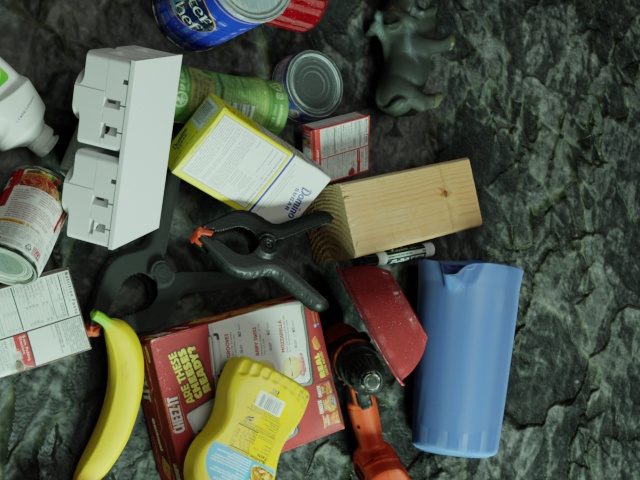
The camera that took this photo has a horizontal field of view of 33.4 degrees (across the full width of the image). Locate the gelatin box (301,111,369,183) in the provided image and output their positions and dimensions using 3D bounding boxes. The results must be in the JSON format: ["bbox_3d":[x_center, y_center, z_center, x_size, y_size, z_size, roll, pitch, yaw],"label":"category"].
[{"bbox_3d":[0.019,-0.113,1.301,0.089,0.030,0.073,-19,120,-35],"label":"gelatin box"}]

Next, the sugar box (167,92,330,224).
[{"bbox_3d":[-0.081,-0.082,1.196,0.093,0.048,0.176,-49,133,10],"label":"sugar box"}]

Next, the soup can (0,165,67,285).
[{"bbox_3d":[-0.293,-0.014,1.054,0.068,0.069,0.102,36,49,-26],"label":"soup can"}]

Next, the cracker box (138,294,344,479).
[{"bbox_3d":[-0.091,0.161,1.188,0.213,0.072,0.164,-15,93,-34],"label":"cracker box"}]

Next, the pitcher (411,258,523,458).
[{"bbox_3d":[0.184,0.146,1.352,0.149,0.145,0.243,8,84,-21],"label":"pitcher"}]

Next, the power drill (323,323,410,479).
[{"bbox_3d":[0.056,0.198,1.231,0.057,0.184,0.187,-14,102,-6],"label":"power drill"}]

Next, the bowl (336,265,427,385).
[{"bbox_3d":[0.080,0.088,1.257,0.055,0.162,0.162,-30,105,3],"label":"bowl"}]

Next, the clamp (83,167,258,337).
[{"bbox_3d":[-0.181,0.026,1.161,0.209,0.036,0.164,-36,99,-32],"label":"clamp"}]

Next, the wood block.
[{"bbox_3d":[0.089,-0.038,1.320,0.205,0.090,0.091,-13,92,-34],"label":"wood block"}]

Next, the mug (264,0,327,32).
[{"bbox_3d":[-0.038,-0.300,1.249,0.081,0.117,0.093,7,48,-39],"label":"mug"}]

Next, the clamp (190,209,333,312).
[{"bbox_3d":[-0.058,0.001,1.194,0.171,0.039,0.120,22,58,-20],"label":"clamp"}]

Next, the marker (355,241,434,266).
[{"bbox_3d":[0.095,0.020,1.360,0.120,0.020,0.020,-10,91,-35],"label":"marker"}]

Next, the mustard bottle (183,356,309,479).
[{"bbox_3d":[-0.088,0.224,1.105,0.096,0.058,0.191,33,69,-25],"label":"mustard bottle"}]

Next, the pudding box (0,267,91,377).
[{"bbox_3d":[-0.297,0.084,1.076,0.113,0.039,0.090,-17,93,-36],"label":"pudding box"}]

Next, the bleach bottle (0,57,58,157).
[{"bbox_3d":[-0.368,-0.160,1.039,0.250,0.068,0.102,40,65,-27],"label":"bleach bottle"}]

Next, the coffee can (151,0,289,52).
[{"bbox_3d":[-0.110,-0.274,1.177,0.102,0.141,0.103,4,83,-34],"label":"coffee can"}]

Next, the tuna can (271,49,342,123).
[{"bbox_3d":[-0.015,-0.187,1.297,0.085,0.034,0.086,4,83,-34],"label":"tuna can"}]

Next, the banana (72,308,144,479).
[{"bbox_3d":[-0.218,0.163,1.105,0.069,0.037,0.198,1,101,-32],"label":"banana"}]
